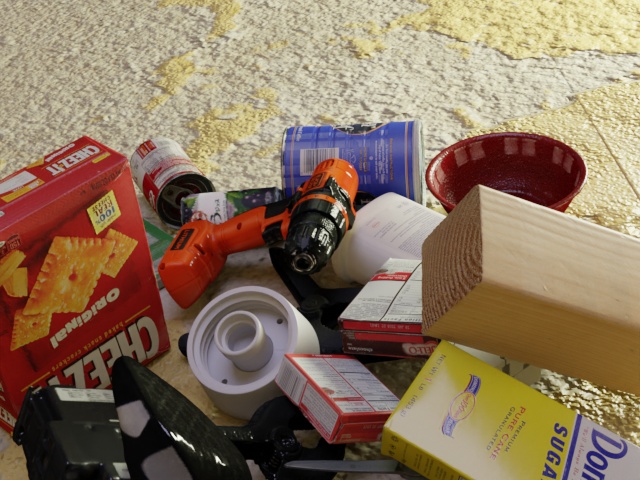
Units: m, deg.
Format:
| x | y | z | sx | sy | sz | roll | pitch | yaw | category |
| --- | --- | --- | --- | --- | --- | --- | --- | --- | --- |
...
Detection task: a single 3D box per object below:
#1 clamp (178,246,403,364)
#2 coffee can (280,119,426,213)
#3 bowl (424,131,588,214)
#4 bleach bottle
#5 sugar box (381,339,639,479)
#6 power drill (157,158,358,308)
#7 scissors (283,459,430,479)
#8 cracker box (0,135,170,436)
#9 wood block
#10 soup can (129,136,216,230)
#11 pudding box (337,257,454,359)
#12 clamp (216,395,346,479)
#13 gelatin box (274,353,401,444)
| x | y | z | sx | sy | sz | roll | pitch | yaw | category |
| --- | --- | --- | --- | --- | --- | --- | --- | --- | --- |
| -0.015 | 0.076 | 0.966 | 0.210 | 0.036 | 0.164 | 16 | 43 | 37 | clamp |
| 0.037 | -0.071 | 1.107 | 0.140 | 0.103 | 0.102 | -2 | 35 | 9 | coffee can |
| 0.188 | -0.048 | 1.085 | 0.162 | 0.055 | 0.162 | -6 | 35 | 4 | bowl |
| 0.133 | 0.038 | 0.971 | 0.251 | 0.068 | 0.102 | 27 | 51 | 36 | bleach bottle |
| 0.141 | 0.153 | 0.765 | 0.176 | 0.048 | 0.093 | 26 | 57 | 19 | sugar box |
| -0.057 | 0.001 | 0.997 | 0.188 | 0.057 | 0.184 | -20 | 20 | 21 | power drill |
| 0.079 | 0.161 | 0.812 | 0.202 | 0.016 | 0.096 | 10 | 29 | 5 | scissors |
| -0.222 | 0.044 | 0.899 | 0.072 | 0.214 | 0.164 | 27 | 48 | 37 | cracker box |
| 0.190 | 0.043 | 0.828 | 0.205 | 0.091 | 0.090 | 17 | 53 | -17 | wood block |
| -0.163 | -0.064 | 1.169 | 0.068 | 0.068 | 0.102 | -21 | 36 | -17 | soup can |
| 0.078 | 0.055 | 0.891 | 0.090 | 0.039 | 0.113 | 2 | 29 | 28 | pudding box |
| -0.030 | 0.171 | 0.805 | 0.171 | 0.039 | 0.120 | -13 | 63 | -42 | clamp |
| 0.017 | 0.124 | 0.835 | 0.073 | 0.030 | 0.089 | 6 | 24 | -38 | gelatin box |
